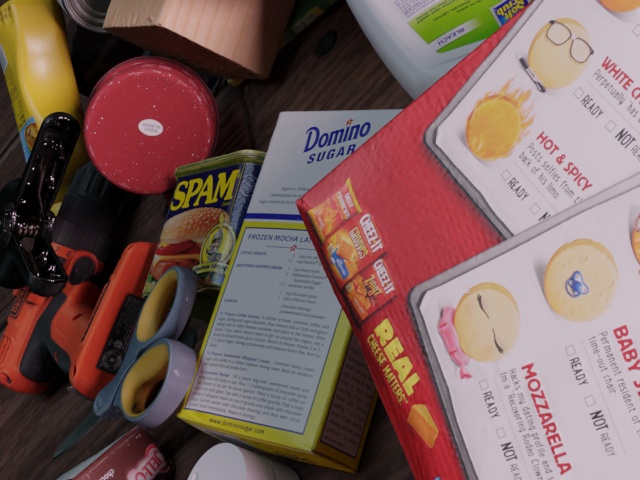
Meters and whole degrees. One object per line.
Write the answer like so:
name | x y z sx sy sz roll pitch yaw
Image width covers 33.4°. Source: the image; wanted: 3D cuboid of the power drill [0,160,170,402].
power drill | -0.155 0.031 0.740 0.188 0.057 0.184 9 78 58

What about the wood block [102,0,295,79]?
wood block | -0.059 -0.222 0.723 0.091 0.090 0.206 14 84 53

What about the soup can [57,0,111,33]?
soup can | -0.174 -0.204 0.822 0.068 0.068 0.102 -54 32 10

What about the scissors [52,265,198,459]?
scissors | -0.113 0.073 0.612 0.202 0.016 0.096 -25 49 58

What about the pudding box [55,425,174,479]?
pudding box | -0.147 0.159 0.600 0.090 0.039 0.113 -36 -1 34

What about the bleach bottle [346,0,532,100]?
bleach bottle | 0.068 -0.102 0.521 0.103 0.068 0.251 -29 43 12

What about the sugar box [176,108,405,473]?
sugar box | -0.002 0.020 0.540 0.094 0.048 0.176 5 67 39

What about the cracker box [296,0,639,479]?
cracker box | 0.110 -0.002 0.357 0.214 0.071 0.164 -39 61 29

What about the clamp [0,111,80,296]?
clamp | -0.201 -0.002 0.732 0.172 0.039 0.120 -38 44 55

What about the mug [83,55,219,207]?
mug | -0.109 -0.063 0.706 0.093 0.117 0.081 -17 12 -4

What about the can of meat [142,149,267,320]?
can of meat | -0.054 0.001 0.627 0.102 0.057 0.084 -7 63 51

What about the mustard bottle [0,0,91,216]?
mustard bottle | -0.214 -0.090 0.851 0.096 0.058 0.191 -24 80 66
